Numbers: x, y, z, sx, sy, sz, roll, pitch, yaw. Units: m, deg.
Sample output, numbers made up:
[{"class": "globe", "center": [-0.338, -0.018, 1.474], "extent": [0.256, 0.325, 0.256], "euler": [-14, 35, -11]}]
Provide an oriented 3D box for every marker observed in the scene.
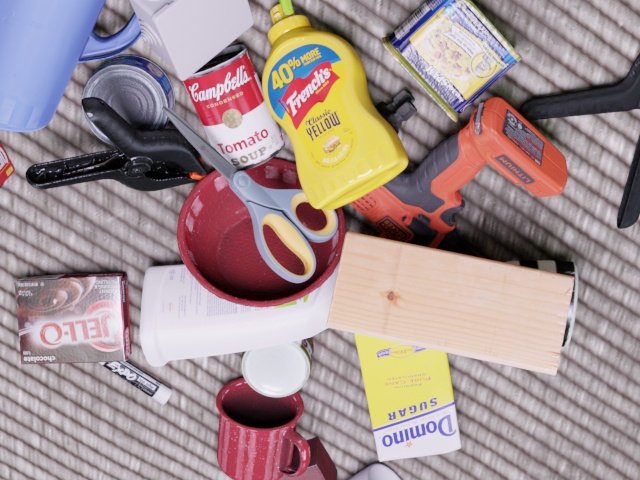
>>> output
[{"class": "marker", "center": [-0.214, 0.137, 1.149], "extent": [0.121, 0.020, 0.020], "euler": [35, 110, -12]}]

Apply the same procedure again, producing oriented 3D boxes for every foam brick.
[{"class": "foam brick", "center": [-0.027, 0.262, 1.177], "extent": [0.078, 0.053, 0.051], "euler": [-21, 111, 11]}]

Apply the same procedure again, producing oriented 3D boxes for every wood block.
[{"class": "wood block", "center": [0.117, 0.057, 0.983], "extent": [0.206, 0.090, 0.091], "euler": [12, 86, 5]}]

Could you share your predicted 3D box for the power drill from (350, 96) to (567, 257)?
[{"class": "power drill", "center": [0.137, -0.039, 1.006], "extent": [0.184, 0.057, 0.188], "euler": [37, 133, -22]}]

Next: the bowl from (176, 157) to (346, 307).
[{"class": "bowl", "center": [-0.057, 0.001, 1.035], "extent": [0.162, 0.162, 0.055], "euler": [5, 152, 0]}]

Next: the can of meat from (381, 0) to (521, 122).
[{"class": "can of meat", "center": [0.121, -0.175, 0.979], "extent": [0.084, 0.057, 0.102], "euler": [-42, 106, 15]}]

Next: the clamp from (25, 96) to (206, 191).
[{"class": "clamp", "center": [-0.174, -0.085, 0.988], "extent": [0.171, 0.039, 0.120], "euler": [-2, 154, -37]}]

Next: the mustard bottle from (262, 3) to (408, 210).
[{"class": "mustard bottle", "center": [-0.001, -0.131, 0.970], "extent": [0.096, 0.058, 0.192], "euler": [-30, 76, 23]}]

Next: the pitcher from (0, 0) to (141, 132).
[{"class": "pitcher", "center": [-0.241, -0.218, 0.940], "extent": [0.149, 0.144, 0.243], "euler": [40, 117, 23]}]

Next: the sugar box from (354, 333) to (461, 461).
[{"class": "sugar box", "center": [0.092, 0.147, 1.126], "extent": [0.093, 0.048, 0.176], "euler": [-10, 112, 6]}]

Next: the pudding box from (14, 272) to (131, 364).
[{"class": "pudding box", "center": [-0.254, 0.080, 1.105], "extent": [0.113, 0.039, 0.090], "euler": [-2, 97, 4]}]

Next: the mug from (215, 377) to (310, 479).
[{"class": "mug", "center": [-0.058, 0.209, 1.130], "extent": [0.117, 0.093, 0.081], "euler": [25, 123, 29]}]

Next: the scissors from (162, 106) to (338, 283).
[{"class": "scissors", "center": [-0.055, -0.056, 0.982], "extent": [0.202, 0.096, 0.016], "euler": [58, 149, -3]}]

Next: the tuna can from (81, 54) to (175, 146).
[{"class": "tuna can", "center": [-0.184, -0.132, 1.023], "extent": [0.086, 0.033, 0.086], "euler": [1, 114, 2]}]

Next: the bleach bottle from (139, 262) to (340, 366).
[{"class": "bleach bottle", "center": [-0.049, 0.066, 1.068], "extent": [0.251, 0.102, 0.068], "euler": [-4, 144, 3]}]

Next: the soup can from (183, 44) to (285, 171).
[{"class": "soup can", "center": [-0.082, -0.124, 1.004], "extent": [0.068, 0.068, 0.102], "euler": [-19, 112, 10]}]

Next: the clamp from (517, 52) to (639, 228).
[{"class": "clamp", "center": [0.315, -0.118, 1.005], "extent": [0.210, 0.036, 0.164], "euler": [-34, 107, 15]}]
